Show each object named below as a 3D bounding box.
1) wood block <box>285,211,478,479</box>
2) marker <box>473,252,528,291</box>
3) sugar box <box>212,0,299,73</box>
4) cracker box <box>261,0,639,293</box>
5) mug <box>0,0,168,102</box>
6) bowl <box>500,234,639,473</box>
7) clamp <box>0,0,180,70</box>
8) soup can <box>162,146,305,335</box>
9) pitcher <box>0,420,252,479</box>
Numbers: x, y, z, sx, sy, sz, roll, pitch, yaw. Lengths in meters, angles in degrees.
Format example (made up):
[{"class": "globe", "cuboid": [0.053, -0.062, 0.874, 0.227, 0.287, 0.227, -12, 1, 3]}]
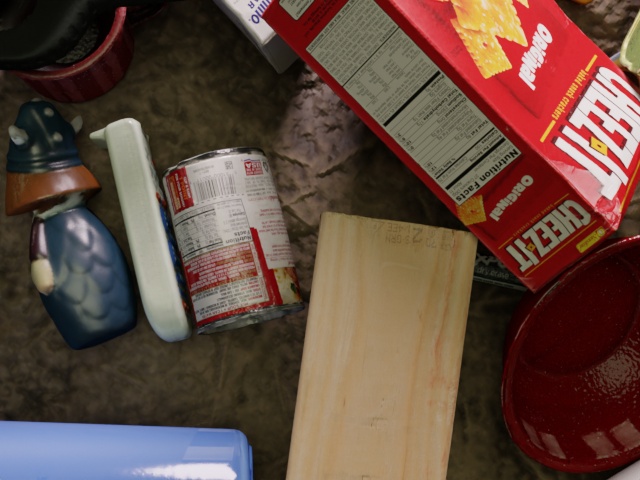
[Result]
[{"class": "wood block", "cuboid": [0.030, 0.092, 0.624, 0.090, 0.091, 0.206, 8, 89, 1]}, {"class": "marker", "cuboid": [0.102, 0.017, 0.682, 0.121, 0.020, 0.020, 12, 82, 1]}, {"class": "sugar box", "cuboid": [-0.073, -0.188, 0.666, 0.048, 0.093, 0.176, -44, 86, 2]}, {"class": "cracker box", "cuboid": [0.093, -0.099, 0.614, 0.213, 0.164, 0.072, 45, 128, -2]}, {"class": "mug", "cuboid": [-0.150, -0.138, 0.664, 0.117, 0.081, 0.093, -22, 84, -4]}, {"class": "bowl", "cuboid": [0.169, 0.058, 0.638, 0.162, 0.055, 0.162, -9, 118, -17]}, {"class": "clamp", "cuboid": [-0.139, -0.145, 0.603, 0.171, 0.039, 0.120, -44, 79, 0]}, {"class": "soup can", "cuboid": [-0.054, 0.001, 0.656, 0.068, 0.068, 0.102, -14, 83, -3]}, {"class": "pitcher", "cuboid": [-0.160, 0.173, 0.601, 0.242, 0.145, 0.149, 0, 103, -4]}]
